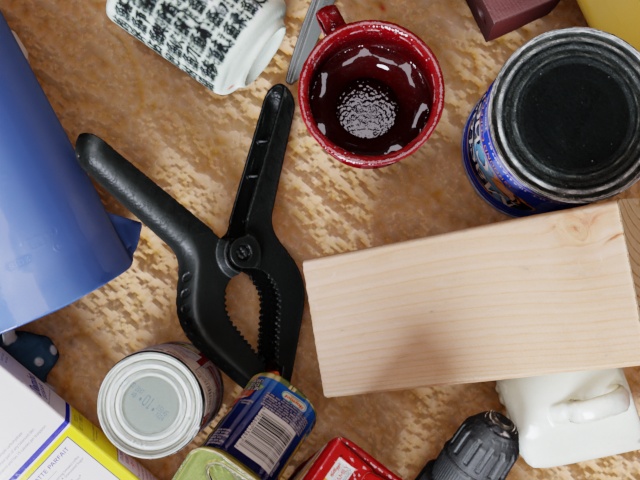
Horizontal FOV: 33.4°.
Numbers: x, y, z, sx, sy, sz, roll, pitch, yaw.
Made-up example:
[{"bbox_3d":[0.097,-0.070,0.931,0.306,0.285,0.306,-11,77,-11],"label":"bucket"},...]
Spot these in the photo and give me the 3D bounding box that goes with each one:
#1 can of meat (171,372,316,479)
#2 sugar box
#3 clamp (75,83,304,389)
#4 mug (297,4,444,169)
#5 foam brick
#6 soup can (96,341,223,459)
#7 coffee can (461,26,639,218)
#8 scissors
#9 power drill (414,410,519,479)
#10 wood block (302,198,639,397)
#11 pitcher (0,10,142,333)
[{"bbox_3d":[-0.052,0.144,0.680,0.057,0.083,0.102,35,130,4],"label":"can of meat"},{"bbox_3d":[-0.178,0.160,0.699,0.093,0.048,0.176,-46,104,-2],"label":"sugar box"},{"bbox_3d":[-0.055,0.001,0.715,0.164,0.036,0.210,-28,102,-33],"label":"clamp"},{"bbox_3d":[0.027,-0.102,0.711,0.093,0.081,0.117,-29,87,0],"label":"mug"},{"bbox_3d":[0.122,-0.184,0.728,0.051,0.053,0.078,-25,86,0],"label":"foam brick"},{"bbox_3d":[-0.102,0.102,0.695,0.068,0.102,0.068,0,87,1],"label":"soup can"},{"bbox_3d":[0.148,-0.068,0.677,0.103,0.140,0.103,0,87,1],"label":"coffee can"},{"bbox_3d":[0.036,-0.204,0.747,0.096,0.016,0.202,6,100,-14],"label":"scissors"},{"bbox_3d":[0.130,0.215,0.681,0.187,0.057,0.185,30,115,3],"label":"power drill"},{"bbox_3d":[0.103,0.037,0.652,0.206,0.090,0.091,-12,86,33],"label":"wood block"},{"bbox_3d":[-0.233,-0.058,0.663,0.145,0.149,0.243,-21,100,20],"label":"pitcher"}]
